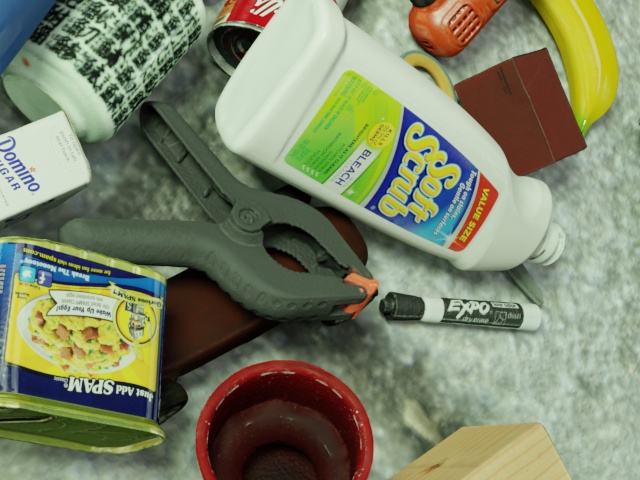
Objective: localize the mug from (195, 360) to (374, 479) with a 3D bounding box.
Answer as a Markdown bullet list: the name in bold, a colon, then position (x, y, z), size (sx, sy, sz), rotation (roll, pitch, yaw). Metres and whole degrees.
- **mug**: position (-0.025, 0.134, 0.578), size (0.093, 0.081, 0.117), rotation (14, 57, 2)

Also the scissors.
- **scissors**: position (0.099, -0.051, 0.735), size (0.201, 0.016, 0.096), rotation (38, 65, -15)

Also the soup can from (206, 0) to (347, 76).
- **soup can**: position (-0.019, -0.150, 0.666), size (0.068, 0.069, 0.102), rotation (32, 66, -18)

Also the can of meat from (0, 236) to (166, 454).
- **can of meat**: position (-0.123, 0.051, 0.513), size (0.101, 0.058, 0.084), rotation (19, 60, -37)

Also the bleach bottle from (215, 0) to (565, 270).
- **bleach bottle**: position (0.064, -0.048, 0.649), size (0.250, 0.103, 0.068), rotation (26, 24, -32)

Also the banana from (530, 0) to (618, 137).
- **banana**: position (0.170, -0.168, 0.783), size (0.069, 0.037, 0.198), rotation (-30, 93, -31)

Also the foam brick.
- **foam brick**: position (0.138, -0.085, 0.733), size (0.051, 0.053, 0.078), rotation (-22, 90, -48)

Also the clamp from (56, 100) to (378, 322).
- **clamp**: position (-0.054, 0.001, 0.581), size (0.171, 0.039, 0.120), rotation (32, 53, 3)

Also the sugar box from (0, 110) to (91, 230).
- **sugar box**: position (-0.206, -0.006, 0.526), size (0.176, 0.093, 0.048), rotation (-25, 94, -28)

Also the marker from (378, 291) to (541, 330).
- **marker**: position (0.093, 0.047, 0.709), size (0.120, 0.020, 0.020), rotation (6, 77, -26)
